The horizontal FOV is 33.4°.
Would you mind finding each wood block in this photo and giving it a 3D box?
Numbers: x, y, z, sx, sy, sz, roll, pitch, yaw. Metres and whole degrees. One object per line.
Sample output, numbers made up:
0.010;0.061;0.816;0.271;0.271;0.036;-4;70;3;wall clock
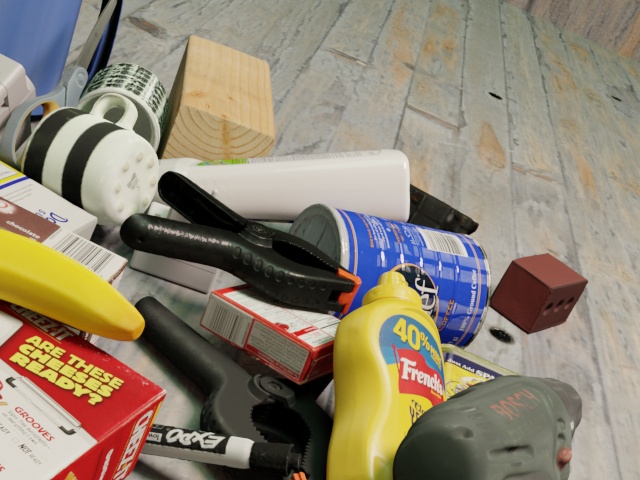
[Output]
-0.102;-0.114;1.027;0.090;0.091;0.206;18;24;-14;wood block

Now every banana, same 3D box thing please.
-0.192;0.016;0.574;0.197;0.037;0.069;12;38;-27;banana

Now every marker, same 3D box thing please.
-0.070;0.119;0.617;0.121;0.020;0.020;7;22;11;marker

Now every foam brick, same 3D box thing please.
0.211;0.049;1.030;0.051;0.053;0.078;39;28;30;foam brick

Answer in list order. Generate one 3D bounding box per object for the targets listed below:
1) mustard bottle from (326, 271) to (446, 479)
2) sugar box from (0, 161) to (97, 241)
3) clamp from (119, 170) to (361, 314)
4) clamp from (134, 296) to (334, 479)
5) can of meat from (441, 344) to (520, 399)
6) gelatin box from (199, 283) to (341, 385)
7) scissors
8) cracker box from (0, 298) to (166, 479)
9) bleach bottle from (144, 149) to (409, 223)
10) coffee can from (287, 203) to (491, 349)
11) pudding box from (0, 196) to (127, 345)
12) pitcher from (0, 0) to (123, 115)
0.046;0.097;0.682;0.096;0.058;0.191;41;35;-34;mustard bottle
-0.260;-0.030;0.766;0.176;0.048;0.093;32;25;8;sugar box
-0.055;0.001;0.763;0.171;0.039;0.120;23;26;-12;clamp
-0.029;0.108;0.705;0.164;0.036;0.210;11;24;-27;clamp
0.113;0.131;0.767;0.102;0.057;0.084;24;26;0;can of meat
-0.026;0.062;0.733;0.089;0.030;0.073;28;17;22;gelatin box
-0.199;-0.113;0.881;0.016;0.096;0.201;4;43;23;scissors
-0.203;0.098;0.525;0.164;0.072;0.213;30;24;12;cracker box
-0.055;-0.043;0.903;0.250;0.068;0.102;-1;4;-5;bleach bottle
0.050;0.033;0.852;0.140;0.103;0.103;11;27;-28;coffee can
-0.187;0.030;0.655;0.113;0.090;0.039;27;26;4;pudding box
-0.259;-0.241;0.956;0.145;0.243;0.149;26;17;7;pitcher
